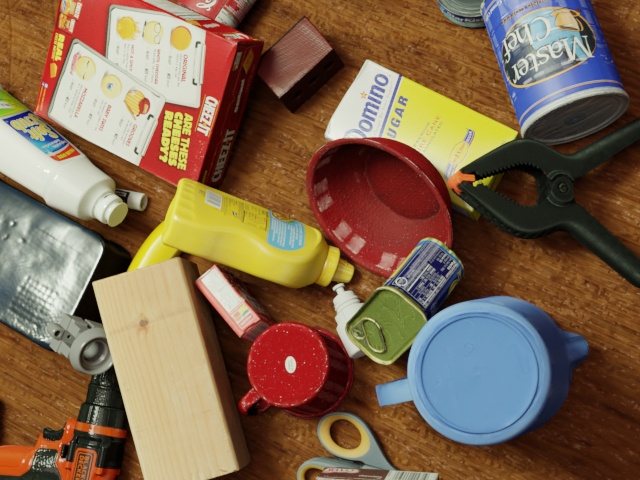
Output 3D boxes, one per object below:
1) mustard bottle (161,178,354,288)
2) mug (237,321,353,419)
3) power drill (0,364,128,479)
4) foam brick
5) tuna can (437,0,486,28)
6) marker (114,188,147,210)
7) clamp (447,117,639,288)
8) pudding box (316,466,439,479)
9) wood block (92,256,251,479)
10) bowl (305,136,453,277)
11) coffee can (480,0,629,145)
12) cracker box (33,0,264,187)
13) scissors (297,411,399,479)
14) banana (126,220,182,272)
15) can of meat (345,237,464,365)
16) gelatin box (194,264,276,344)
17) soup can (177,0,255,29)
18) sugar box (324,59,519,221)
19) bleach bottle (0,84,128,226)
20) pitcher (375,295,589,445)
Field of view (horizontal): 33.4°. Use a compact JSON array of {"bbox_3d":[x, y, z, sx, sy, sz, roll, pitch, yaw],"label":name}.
[{"bbox_3d":[-0.057,0.002,1.047,0.191,0.096,0.058,20,112,-11],"label":"mustard bottle"},{"bbox_3d":[-0.031,0.130,1.025,0.117,0.081,0.093,-36,71,5],"label":"mug"},{"bbox_3d":[-0.289,0.197,1.091,0.188,0.057,0.184,7,78,17],"label":"power drill"},{"bbox_3d":[-0.023,-0.182,1.109,0.078,0.053,0.051,-43,71,3],"label":"foam brick"},{"bbox_3d":[0.158,-0.262,1.089,0.086,0.033,0.086,-3,77,14],"label":"tuna can"},{"bbox_3d":[-0.245,-0.053,1.156,0.121,0.020,0.020,12,81,17],"label":"marker"},{"bbox_3d":[0.223,-0.035,0.987,0.209,0.036,0.164,-1,78,-11],"label":"clamp"},{"bbox_3d":[0.053,0.260,0.987,0.114,0.039,0.090,0,95,17],"label":"pudding box"},{"bbox_3d":[-0.141,0.130,1.030,0.091,0.090,0.206,-16,83,2],"label":"wood block"},{"bbox_3d":[0.067,-0.041,1.023,0.162,0.162,0.055,29,50,19],"label":"bowl"},{"bbox_3d":[0.221,-0.175,1.014,0.103,0.102,0.140,-18,71,10],"label":"coffee can"},{"bbox_3d":[-0.181,-0.168,1.110,0.214,0.072,0.164,26,112,18],"label":"cracker box"},{"bbox_3d":[0.076,0.212,1.011,0.202,0.016,0.096,-1,84,15],"label":"scissors"},{"bbox_3d":[-0.168,0.041,1.108,0.069,0.037,0.198,18,84,0],"label":"banana"},{"bbox_3d":[0.080,0.055,0.987,0.057,0.102,0.083,40,52,3],"label":"can of meat"},{"bbox_3d":[-0.078,0.066,1.048,0.030,0.089,0.073,-42,71,1],"label":"gelatin box"},{"bbox_3d":[-0.100,-0.272,1.142,0.068,0.068,0.102,33,87,19],"label":"soup can"},{"bbox_3d":[0.100,-0.101,1.062,0.176,0.048,0.093,29,86,18],"label":"sugar box"},{"bbox_3d":[-0.299,-0.090,1.130,0.251,0.102,0.068,33,107,21],"label":"bleach bottle"},{"bbox_3d":[0.133,0.112,0.901,0.145,0.242,0.149,32,93,15],"label":"pitcher"}]
